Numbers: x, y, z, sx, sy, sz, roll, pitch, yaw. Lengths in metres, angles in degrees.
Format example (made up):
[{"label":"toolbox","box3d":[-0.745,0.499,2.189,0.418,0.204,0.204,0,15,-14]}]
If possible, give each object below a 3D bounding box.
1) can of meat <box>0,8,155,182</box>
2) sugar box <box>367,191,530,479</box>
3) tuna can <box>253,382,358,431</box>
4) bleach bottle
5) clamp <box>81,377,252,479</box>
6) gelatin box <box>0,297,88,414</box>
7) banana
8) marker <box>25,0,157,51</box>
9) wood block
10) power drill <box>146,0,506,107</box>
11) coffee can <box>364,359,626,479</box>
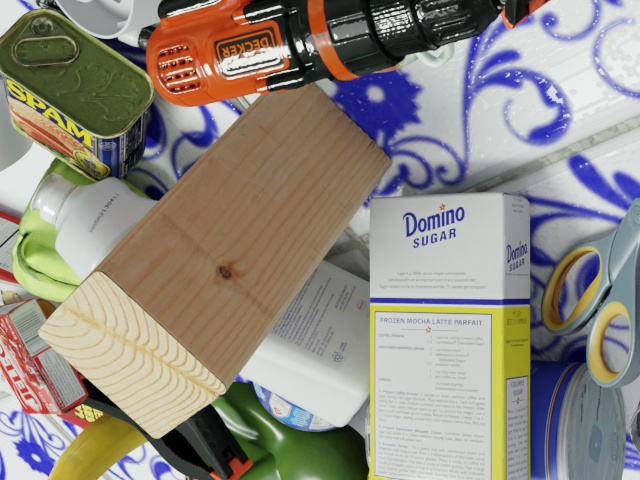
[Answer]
[{"label":"can of meat","box3d":[-0.162,-0.092,0.709,0.102,0.057,0.084,34,157,4]},{"label":"sugar box","box3d":[0.077,0.061,0.638,0.093,0.048,0.176,0,85,35]},{"label":"tuna can","box3d":[-0.005,0.092,0.761,0.086,0.086,0.034,28,139,10]},{"label":"bleach bottle","box3d":[-0.072,0.022,0.711,0.251,0.102,0.068,29,140,-1]},{"label":"clamp","box3d":[-0.126,0.127,0.795,0.171,0.039,0.120,43,147,13]},{"label":"gelatin box","box3d":[-0.223,0.091,0.819,0.073,0.030,0.089,-11,108,53]},{"label":"banana","box3d":[-0.138,0.158,0.864,0.037,0.197,0.069,-41,66,48]},{"label":"marker","box3d":[-0.141,-0.143,0.689,0.121,0.020,0.020,25,137,13]},{"label":"wood block","box3d":[-0.054,0.000,0.621,0.091,0.205,0.090,44,138,-7]},{"label":"power drill","box3d":[-0.022,-0.159,0.477,0.185,0.057,0.187,-9,107,28]},{"label":"coffee can","box3d":[0.115,0.127,0.699,0.141,0.102,0.103,-1,126,35]}]
